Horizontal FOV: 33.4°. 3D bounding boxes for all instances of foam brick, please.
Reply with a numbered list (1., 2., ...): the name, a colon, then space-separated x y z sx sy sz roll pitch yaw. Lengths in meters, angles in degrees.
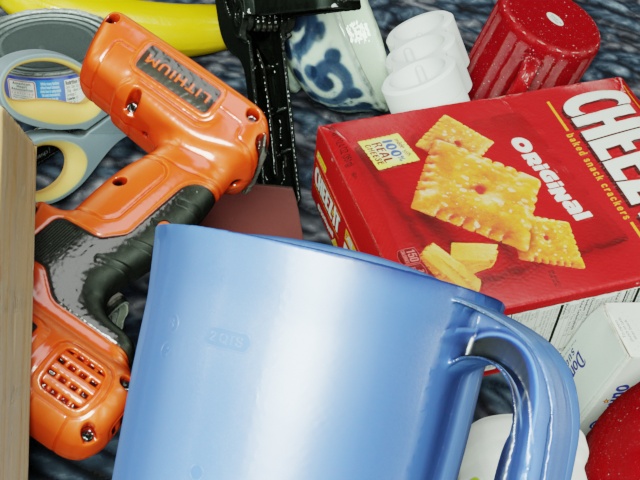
1. foam brick: -0.054 0.001 0.605 0.078 0.053 0.051 5 48 -20

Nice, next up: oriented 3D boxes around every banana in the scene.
1. banana: -0.131 -0.153 0.722 0.197 0.037 0.069 8 48 -16

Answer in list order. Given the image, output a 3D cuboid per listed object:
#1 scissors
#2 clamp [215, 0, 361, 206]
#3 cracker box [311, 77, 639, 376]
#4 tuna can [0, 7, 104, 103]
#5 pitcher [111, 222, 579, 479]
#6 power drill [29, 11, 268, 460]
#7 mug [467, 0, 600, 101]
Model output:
1. scissors: -0.117 -0.058 0.646 0.016 0.096 0.201 20 4 40
2. clamp: -0.036 -0.130 0.674 0.036 0.165 0.210 -3 40 -23
3. cracker box: 0.120 -0.012 0.644 0.213 0.072 0.164 -11 50 -14
4. tuna can: -0.166 -0.109 0.653 0.086 0.034 0.086 2 38 -2
5. pitcher: -0.013 0.121 0.381 0.145 0.149 0.243 13 85 -8
6. power drill: -0.126 -0.019 0.485 0.184 0.057 0.187 35 61 2
7. mug: 0.150 -0.128 0.789 0.093 0.082 0.117 29 45 4
